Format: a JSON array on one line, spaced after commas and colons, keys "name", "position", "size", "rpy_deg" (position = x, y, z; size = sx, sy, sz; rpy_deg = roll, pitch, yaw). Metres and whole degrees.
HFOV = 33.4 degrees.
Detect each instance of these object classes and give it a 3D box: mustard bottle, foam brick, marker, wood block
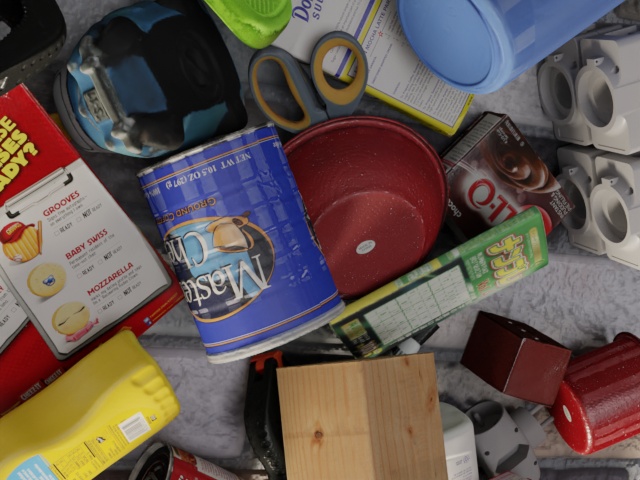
[{"name": "mustard bottle", "position": [-0.187, 0.143, 0.712], "size": [0.191, 0.058, 0.096], "rpy_deg": [-36, 154, -16]}, {"name": "foam brick", "position": [0.165, 0.099, 0.904], "size": [0.053, 0.078, 0.051], "rpy_deg": [18, 97, -24]}, {"name": "marker", "position": [0.057, 0.108, 0.896], "size": [0.121, 0.020, 0.020], "rpy_deg": [-49, 114, -5]}, {"name": "wood block", "position": [0.037, 0.192, 0.798], "size": [0.090, 0.091, 0.206], "rpy_deg": [1, 81, -49]}]

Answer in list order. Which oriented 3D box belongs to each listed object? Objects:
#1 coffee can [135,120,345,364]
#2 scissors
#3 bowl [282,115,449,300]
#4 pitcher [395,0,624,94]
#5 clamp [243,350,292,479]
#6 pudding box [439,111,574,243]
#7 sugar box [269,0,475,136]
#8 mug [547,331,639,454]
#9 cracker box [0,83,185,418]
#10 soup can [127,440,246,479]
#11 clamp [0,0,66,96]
[{"name": "coffee can", "position": [-0.055, 0.001, 0.739], "size": [0.102, 0.103, 0.140], "rpy_deg": [-22, 94, -16]}, {"name": "scissors", "position": [0.023, -0.078, 0.811], "size": [0.096, 0.016, 0.201], "rpy_deg": [-33, 124, 12]}, {"name": "bowl", "position": [0.028, -0.011, 0.809], "size": [0.162, 0.055, 0.162], "rpy_deg": [-6, 123, -10]}, {"name": "pitcher", "position": [0.164, -0.220, 0.781], "size": [0.242, 0.149, 0.145], "rpy_deg": [-39, 121, -22]}, {"name": "clamp", "position": [-0.025, 0.175, 0.837], "size": [0.039, 0.120, 0.171], "rpy_deg": [-21, 96, 29]}, {"name": "pudding box", "position": [0.145, -0.038, 0.885], "size": [0.090, 0.039, 0.113], "rpy_deg": [-45, 113, -5]}, {"name": "sugar box", "position": [0.045, -0.157, 0.815], "size": [0.176, 0.048, 0.093], "rpy_deg": [24, 94, -21]}, {"name": "mug", "position": [0.251, 0.145, 0.951], "size": [0.081, 0.093, 0.117], "rpy_deg": [-20, 145, -11]}, {"name": "cracker box", "position": [-0.212, 0.008, 0.710], "size": [0.164, 0.072, 0.213], "rpy_deg": [-41, 130, -9]}, {"name": "soup can", "position": [-0.095, 0.208, 0.832], "size": [0.102, 0.069, 0.068], "rpy_deg": [31, 90, -25]}, {"name": "clamp", "position": [-0.210, -0.162, 0.650], "size": [0.164, 0.210, 0.036], "rpy_deg": [19, 132, -18]}]
